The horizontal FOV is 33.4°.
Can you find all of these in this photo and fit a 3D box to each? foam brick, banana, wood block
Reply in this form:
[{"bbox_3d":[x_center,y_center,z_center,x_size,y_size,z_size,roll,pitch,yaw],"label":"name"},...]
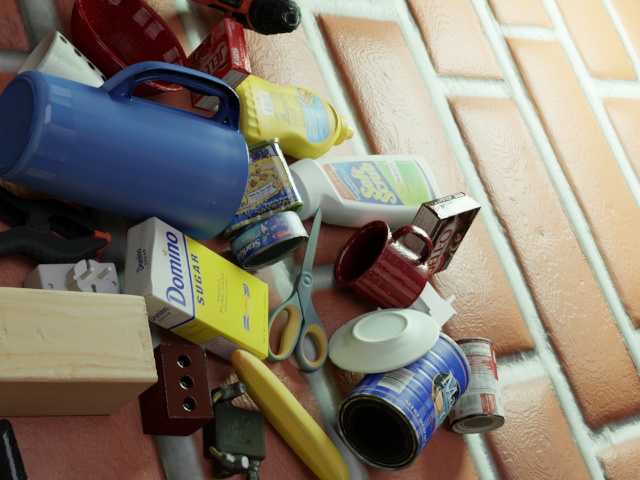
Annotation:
[{"bbox_3d":[-0.144,0.148,1.051,0.052,0.051,0.078,8,59,-38],"label":"foam brick"},{"bbox_3d":[-0.027,0.190,1.120,0.037,0.070,0.198,-41,91,-17],"label":"banana"},{"bbox_3d":[-0.261,0.100,0.949,0.205,0.091,0.090,6,59,-39],"label":"wood block"}]

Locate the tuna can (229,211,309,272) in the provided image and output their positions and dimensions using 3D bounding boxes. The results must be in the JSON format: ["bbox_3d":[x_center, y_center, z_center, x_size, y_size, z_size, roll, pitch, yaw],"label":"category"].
[{"bbox_3d":[-0.058,0.001,1.195,0.085,0.086,0.034,-13,72,-45],"label":"tuna can"}]

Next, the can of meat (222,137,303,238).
[{"bbox_3d":[-0.079,-0.058,1.214,0.102,0.057,0.084,-22,81,-13],"label":"can of meat"}]

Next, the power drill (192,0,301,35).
[{"bbox_3d":[-0.128,-0.297,1.281,0.187,0.185,0.057,19,94,-29],"label":"power drill"}]

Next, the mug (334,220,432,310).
[{"bbox_3d":[0.085,0.028,1.287,0.081,0.117,0.093,37,23,-25],"label":"mug"}]

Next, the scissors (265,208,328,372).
[{"bbox_3d":[-0.008,0.065,1.228,0.096,0.016,0.201,43,54,-22],"label":"scissors"}]

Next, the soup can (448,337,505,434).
[{"bbox_3d":[0.186,0.179,1.311,0.068,0.069,0.102,16,55,-34],"label":"soup can"}]

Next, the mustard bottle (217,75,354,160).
[{"bbox_3d":[-0.034,-0.149,1.332,0.191,0.058,0.096,6,59,-39],"label":"mustard bottle"}]

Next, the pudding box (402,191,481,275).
[{"bbox_3d":[0.145,-0.003,1.358,0.039,0.114,0.089,41,36,27],"label":"pudding box"}]

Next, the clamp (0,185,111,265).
[{"bbox_3d":[-0.289,-0.021,1.041,0.171,0.039,0.120,9,54,-45],"label":"clamp"}]

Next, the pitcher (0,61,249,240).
[{"bbox_3d":[-0.196,-0.096,1.069,0.242,0.145,0.149,15,64,-42],"label":"pitcher"}]

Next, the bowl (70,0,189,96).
[{"bbox_3d":[-0.223,-0.216,1.193,0.162,0.055,0.162,38,29,-26],"label":"bowl"}]

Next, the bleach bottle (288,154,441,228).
[{"bbox_3d":[0.039,-0.056,1.337,0.250,0.068,0.102,-6,70,-41],"label":"bleach bottle"}]

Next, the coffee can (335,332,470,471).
[{"bbox_3d":[0.096,0.177,1.206,0.103,0.103,0.140,51,43,-3],"label":"coffee can"}]

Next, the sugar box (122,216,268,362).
[{"bbox_3d":[-0.124,0.056,1.099,0.176,0.048,0.093,36,41,-44],"label":"sugar box"}]

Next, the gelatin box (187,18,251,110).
[{"bbox_3d":[-0.122,-0.209,1.269,0.030,0.089,0.073,11,58,-37],"label":"gelatin box"}]
